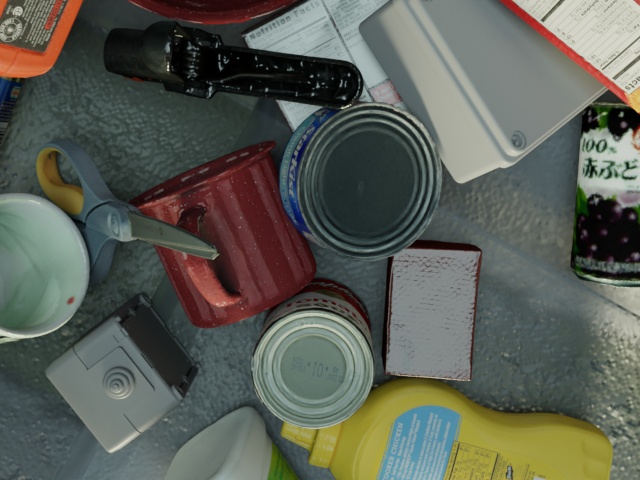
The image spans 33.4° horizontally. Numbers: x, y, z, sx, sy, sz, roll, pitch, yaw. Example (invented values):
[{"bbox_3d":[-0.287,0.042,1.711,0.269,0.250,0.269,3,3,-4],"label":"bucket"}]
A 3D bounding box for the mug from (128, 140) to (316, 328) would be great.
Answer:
[{"bbox_3d":[-0.054,0.001,0.603,0.093,0.117,0.081,-21,101,10],"label":"mug"}]

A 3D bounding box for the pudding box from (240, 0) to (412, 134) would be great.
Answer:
[{"bbox_3d":[0.018,-0.092,0.626,0.090,0.039,0.113,-27,94,5],"label":"pudding box"}]

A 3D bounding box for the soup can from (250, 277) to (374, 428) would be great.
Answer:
[{"bbox_3d":[-0.003,0.062,0.613,0.068,0.102,0.068,0,97,1],"label":"soup can"}]

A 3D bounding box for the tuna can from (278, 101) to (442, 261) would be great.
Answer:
[{"bbox_3d":[0.021,-0.033,0.583,0.086,0.034,0.086,-4,101,-22],"label":"tuna can"}]

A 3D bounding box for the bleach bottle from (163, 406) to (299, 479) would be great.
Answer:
[{"bbox_3d":[0.004,0.225,0.646,0.068,0.102,0.251,-34,102,13],"label":"bleach bottle"}]

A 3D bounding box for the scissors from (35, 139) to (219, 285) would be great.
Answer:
[{"bbox_3d":[-0.110,0.005,0.586,0.016,0.202,0.096,-15,123,-33],"label":"scissors"}]

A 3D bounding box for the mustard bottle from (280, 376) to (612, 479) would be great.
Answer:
[{"bbox_3d":[0.070,0.135,0.643,0.191,0.058,0.096,16,98,-1],"label":"mustard bottle"}]

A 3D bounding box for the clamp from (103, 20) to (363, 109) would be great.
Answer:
[{"bbox_3d":[-0.073,-0.096,0.566,0.120,0.172,0.039,13,89,-43],"label":"clamp"}]

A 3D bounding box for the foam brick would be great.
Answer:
[{"bbox_3d":[0.065,0.039,0.635,0.053,0.051,0.078,5,97,1],"label":"foam brick"}]
